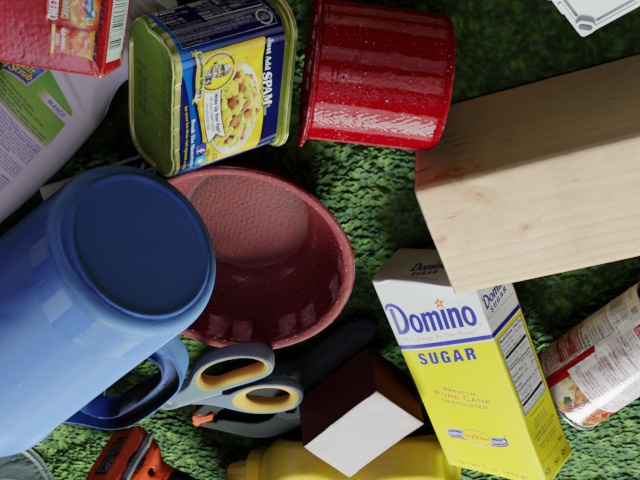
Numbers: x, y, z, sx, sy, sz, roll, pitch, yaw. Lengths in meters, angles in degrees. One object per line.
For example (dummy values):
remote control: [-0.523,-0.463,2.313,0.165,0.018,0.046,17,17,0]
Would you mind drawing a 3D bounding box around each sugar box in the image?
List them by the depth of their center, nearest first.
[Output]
sugar box: [0.108,0.090,0.760,0.094,0.048,0.176,2,127,45]

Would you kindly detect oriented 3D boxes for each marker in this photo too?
marker: [-0.124,-0.046,0.703,0.121,0.020,0.020,-20,129,-12]

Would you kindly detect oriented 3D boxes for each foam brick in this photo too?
foam brick: [0.029,0.128,0.798,0.078,0.051,0.053,-40,120,21]

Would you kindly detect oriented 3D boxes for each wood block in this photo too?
wood block: [0.170,-0.046,0.655,0.206,0.090,0.090,-14,126,16]

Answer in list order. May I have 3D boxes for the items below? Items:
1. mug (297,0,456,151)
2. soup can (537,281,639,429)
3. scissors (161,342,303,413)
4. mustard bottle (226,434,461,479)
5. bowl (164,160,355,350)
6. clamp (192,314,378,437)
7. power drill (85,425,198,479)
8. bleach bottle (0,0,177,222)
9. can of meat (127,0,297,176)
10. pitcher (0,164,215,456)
mug: [0.031,-0.093,0.643,0.081,0.093,0.117,6,160,-5]
soup can: [0.214,0.082,0.768,0.068,0.068,0.102,34,124,-20]
scissors: [-0.095,0.125,0.821,0.096,0.016,0.202,30,137,-31]
mustard bottle: [0.015,0.192,0.876,0.192,0.058,0.096,-4,157,16]
bowl: [-0.055,0.001,0.740,0.162,0.055,0.162,3,129,4]
clamp: [-0.020,0.111,0.838,0.171,0.039,0.120,-6,122,3]
power drill: [-0.103,0.229,0.904,0.187,0.057,0.185,33,156,-11]
bleach bottle: [-0.186,-0.083,0.683,0.251,0.068,0.102,-31,115,25]
can of meat: [-0.066,-0.094,0.637,0.083,0.057,0.102,-23,138,-31]
pitcher: [-0.164,0.053,0.694,0.243,0.148,0.145,-32,77,45]
